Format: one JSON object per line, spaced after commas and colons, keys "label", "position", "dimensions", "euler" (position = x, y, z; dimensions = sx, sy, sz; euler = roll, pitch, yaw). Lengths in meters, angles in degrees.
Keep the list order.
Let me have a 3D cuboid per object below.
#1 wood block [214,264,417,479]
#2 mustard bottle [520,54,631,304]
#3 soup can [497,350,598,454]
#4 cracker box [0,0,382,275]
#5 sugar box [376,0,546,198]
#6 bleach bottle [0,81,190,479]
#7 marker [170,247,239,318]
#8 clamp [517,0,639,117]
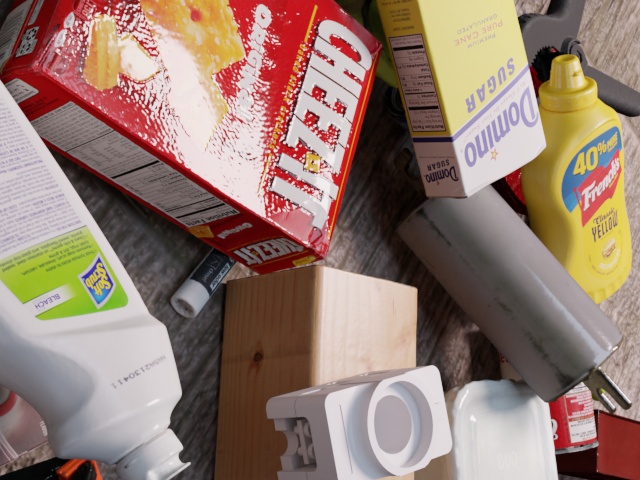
{"label": "wood block", "position": [-0.004, 0.127, 0.649], "dimensions": [0.090, 0.091, 0.206], "euler": [15, 72, -41]}
{"label": "mustard bottle", "position": [0.191, -0.046, 0.801], "dimensions": [0.096, 0.058, 0.191], "euler": [-31, 122, -32]}
{"label": "soup can", "position": [0.178, 0.114, 0.844], "dimensions": [0.068, 0.069, 0.102], "euler": [-2, 83, -44]}
{"label": "cracker box", "position": [-0.069, -0.101, 0.620], "dimensions": [0.213, 0.072, 0.164], "euler": [33, 60, -34]}
{"label": "sugar box", "position": [0.092, -0.125, 0.709], "dimensions": [0.093, 0.048, 0.176], "euler": [-30, 109, -34]}
{"label": "bleach bottle", "position": [-0.148, 0.011, 0.491], "dimensions": [0.102, 0.068, 0.251], "euler": [-29, 81, -45]}
{"label": "marker", "position": [-0.054, 0.001, 0.676], "dimensions": [0.020, 0.020, 0.121], "euler": [53, 50, -23]}
{"label": "clamp", "position": [0.198, -0.137, 0.858], "dimensions": [0.209, 0.036, 0.164], "euler": [-43, 113, -37]}
